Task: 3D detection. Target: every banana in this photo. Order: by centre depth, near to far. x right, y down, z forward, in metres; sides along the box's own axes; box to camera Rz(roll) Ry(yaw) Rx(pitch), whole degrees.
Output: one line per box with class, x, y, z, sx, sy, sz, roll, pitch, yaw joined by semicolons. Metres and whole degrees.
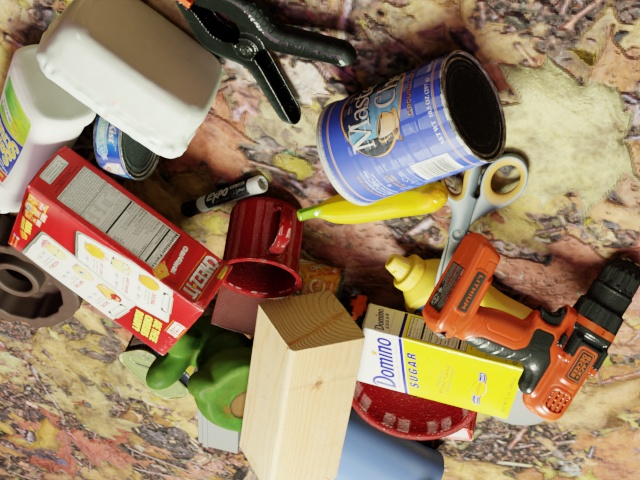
banana;0.065;-0.036;1.065;0.198;0.069;0.037;-9;106;47

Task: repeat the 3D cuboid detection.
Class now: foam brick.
foam brick;-0.084;0.083;1.268;0.078;0.053;0.051;17;-176;4

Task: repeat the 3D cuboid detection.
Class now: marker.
marker;-0.108;-0.047;1.170;0.121;0.020;0.020;-17;129;36

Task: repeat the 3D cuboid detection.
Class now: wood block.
wood block;-0.023;0.170;1.181;0.090;0.090;0.206;-8;126;-26

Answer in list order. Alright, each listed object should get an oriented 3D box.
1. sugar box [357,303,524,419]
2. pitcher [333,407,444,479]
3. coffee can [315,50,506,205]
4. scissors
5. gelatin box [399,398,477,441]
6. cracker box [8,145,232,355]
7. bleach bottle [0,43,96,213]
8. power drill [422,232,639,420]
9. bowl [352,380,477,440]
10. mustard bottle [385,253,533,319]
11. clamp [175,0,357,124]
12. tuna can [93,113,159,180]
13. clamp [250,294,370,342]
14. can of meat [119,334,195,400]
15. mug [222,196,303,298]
sugar box;0.128;0.132;1.159;0.176;0.048;0.093;12;135;6
pitcher;0.030;0.285;1.424;0.242;0.145;0.149;32;128;-8
coffee can;0.081;-0.099;0.964;0.141;0.102;0.102;-18;128;37
scissors;0.157;-0.015;1.063;0.096;0.016;0.202;1;124;10
gelatin box;0.149;0.205;1.310;0.089;0.073;0.030;1;140;21
cracker box;-0.215;0.014;1.126;0.213;0.072;0.164;36;150;-6
bleach bottle;-0.314;-0.097;1.142;0.251;0.067;0.102;-49;62;50
power drill;0.211;0.067;1.062;0.187;0.184;0.057;29;-177;-15
bowl;0.110;0.158;1.251;0.162;0.055;0.162;7;126;10
mustard bottle;0.151;0.071;1.167;0.191;0.058;0.096;34;143;-16
clamp;-0.061;-0.177;0.986;0.171;0.039;0.120;31;136;-3
tuna can;-0.196;-0.105;1.088;0.034;0.086;0.086;6;139;19
clamp;0.001;0.121;1.305;0.164;0.036;0.210;20;144;-2
can of meat;-0.200;0.142;1.375;0.058;0.084;0.102;-12;131;34
mug;-0.057;0.001;1.140;0.093;0.081;0.117;15;151;-15
